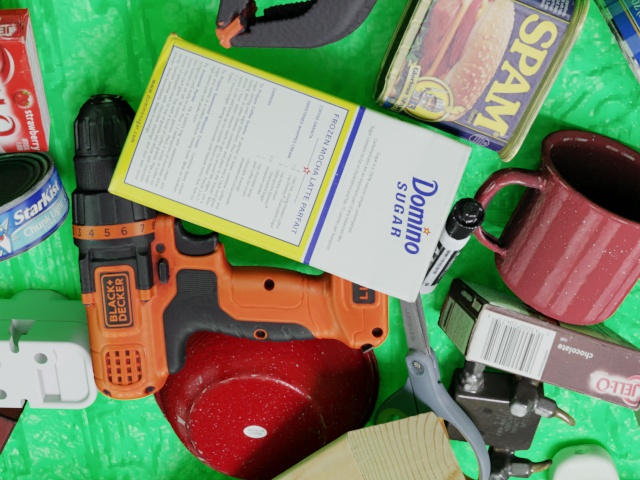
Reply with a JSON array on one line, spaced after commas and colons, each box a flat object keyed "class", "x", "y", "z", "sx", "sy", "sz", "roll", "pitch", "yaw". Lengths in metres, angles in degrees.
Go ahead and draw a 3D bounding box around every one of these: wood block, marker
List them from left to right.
[{"class": "wood block", "x": -0.003, "y": 0.202, "z": 0.710, "sx": 0.090, "sy": 0.090, "sz": 0.206, "roll": -1, "pitch": 151, "yaw": -47}, {"class": "marker", "x": 0.074, "y": 0.004, "z": 0.632, "sx": 0.020, "sy": 0.020, "sz": 0.121, "roll": 11, "pitch": 158, "yaw": -4}]

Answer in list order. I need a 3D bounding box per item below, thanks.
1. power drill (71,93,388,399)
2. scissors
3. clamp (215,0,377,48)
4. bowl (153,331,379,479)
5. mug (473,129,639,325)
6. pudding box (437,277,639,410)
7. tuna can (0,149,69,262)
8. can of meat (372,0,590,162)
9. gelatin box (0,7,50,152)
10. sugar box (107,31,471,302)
[{"class": "power drill", "x": -0.054, "y": 0.001, "z": 0.641, "sx": 0.187, "sy": 0.057, "sz": 0.184, "roll": -3, "pitch": 101, "yaw": 1}, {"class": "scissors", "x": 0.054, "y": 0.085, "z": 0.705, "sx": 0.096, "sy": 0.016, "sz": 0.201, "roll": -5, "pitch": 117, "yaw": 45}, {"class": "clamp", "x": 0.007, "y": -0.157, "z": 0.527, "sx": 0.172, "sy": 0.039, "sz": 0.120, "roll": -21, "pitch": 106, "yaw": 28}, {"class": "bowl", "x": -0.040, "y": 0.110, "z": 0.721, "sx": 0.162, "sy": 0.055, "sz": 0.162, "roll": 2, "pitch": 121, "yaw": 3}, {"class": "mug", "x": 0.142, "y": -0.008, "z": 0.619, "sx": 0.117, "sy": 0.093, "sz": 0.082, "roll": 12, "pitch": 126, "yaw": -16}, {"class": "pudding box", "x": 0.137, "y": 0.062, "z": 0.660, "sx": 0.113, "sy": 0.090, "sz": 0.039, "roll": 19, "pitch": 95, "yaw": -7}, {"class": "tuna can", "x": -0.194, "y": -0.020, "z": 0.632, "sx": 0.086, "sy": 0.086, "sz": 0.034, "roll": -11, "pitch": 122, "yaw": 9}, {"class": "can of meat", "x": 0.085, "y": -0.106, "z": 0.584, "sx": 0.084, "sy": 0.057, "sz": 0.102, "roll": 21, "pitch": 119, "yaw": -6}, {"class": "gelatin box", "x": -0.196, "y": -0.088, "z": 0.604, "sx": 0.073, "sy": 0.030, "sz": 0.089, "roll": -2, "pitch": 142, "yaw": -6}, {"class": "sugar box", "x": -0.016, "y": -0.039, "z": 0.586, "sx": 0.176, "sy": 0.048, "sz": 0.093, "roll": 21, "pitch": 91, "yaw": -5}]
